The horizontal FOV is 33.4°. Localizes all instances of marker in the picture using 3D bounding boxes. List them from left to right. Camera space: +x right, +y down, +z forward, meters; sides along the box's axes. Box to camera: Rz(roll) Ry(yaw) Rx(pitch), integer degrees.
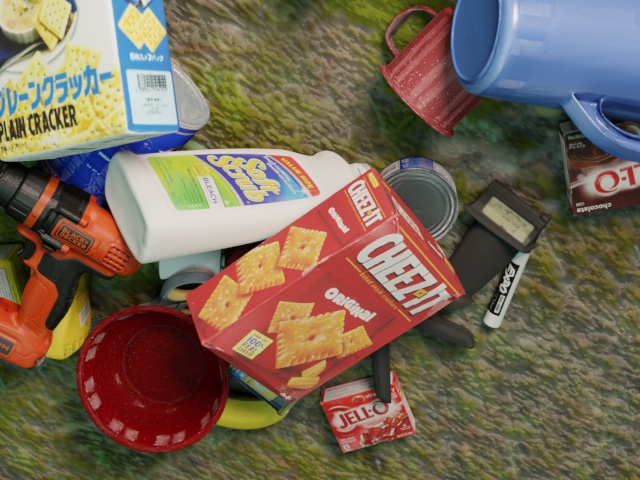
[{"bbox_3d":[0.196,0.036,1.094,0.020,0.020,0.121,16,118,-4],"label":"marker"}]

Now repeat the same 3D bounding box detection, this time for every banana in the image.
[{"bbox_3d":[-0.118,0.169,1.187,0.197,0.037,0.069,16,89,-7],"label":"banana"}]

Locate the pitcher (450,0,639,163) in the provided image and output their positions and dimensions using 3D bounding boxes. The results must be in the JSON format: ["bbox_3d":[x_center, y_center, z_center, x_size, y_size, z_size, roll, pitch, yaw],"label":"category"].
[{"bbox_3d":[0.237,-0.152,0.878,0.242,0.149,0.145,3,115,-17],"label":"pitcher"}]

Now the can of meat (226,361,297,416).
[{"bbox_3d":[-0.044,0.121,1.134,0.084,0.057,0.102,39,102,-13],"label":"can of meat"}]

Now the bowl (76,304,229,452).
[{"bbox_3d":[-0.172,0.139,1.128,0.162,0.055,0.162,1,102,5],"label":"bowl"}]

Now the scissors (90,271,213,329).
[{"bbox_3d":[-0.182,0.065,1.123,0.202,0.016,0.096,-7,151,8],"label":"scissors"}]

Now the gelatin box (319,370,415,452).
[{"bbox_3d":[0.053,0.191,1.185,0.089,0.030,0.073,-17,115,13],"label":"gelatin box"}]

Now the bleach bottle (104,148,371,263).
[{"bbox_3d":[-0.064,-0.047,0.991,0.250,0.103,0.068,-12,147,-31],"label":"bleach bottle"}]

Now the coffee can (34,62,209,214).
[{"bbox_3d":[-0.187,-0.099,1.005,0.102,0.102,0.140,39,115,-16],"label":"coffee can"}]

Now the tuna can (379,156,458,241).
[{"bbox_3d":[0.093,-0.039,1.054,0.086,0.033,0.086,2,119,4],"label":"tuna can"}]

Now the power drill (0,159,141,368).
[{"bbox_3d":[-0.277,0.020,0.987,0.184,0.057,0.188,32,118,-15],"label":"power drill"}]

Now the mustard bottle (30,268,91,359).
[{"bbox_3d":[-0.263,0.018,1.079,0.058,0.096,0.192,9,119,3],"label":"mustard bottle"}]

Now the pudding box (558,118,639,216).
[{"bbox_3d":[0.288,-0.078,1.013,0.113,0.039,0.090,-10,118,10],"label":"pudding box"}]

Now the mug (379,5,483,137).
[{"bbox_3d":[0.107,-0.163,0.963,0.082,0.093,0.117,-45,70,19],"label":"mug"}]

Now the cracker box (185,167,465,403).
[{"bbox_3d":[0.008,0.052,1.004,0.214,0.072,0.164,-33,140,11],"label":"cracker box"}]

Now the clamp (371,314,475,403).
[{"bbox_3d":[0.081,0.077,1.113,0.120,0.039,0.171,-28,108,-1],"label":"clamp"}]
